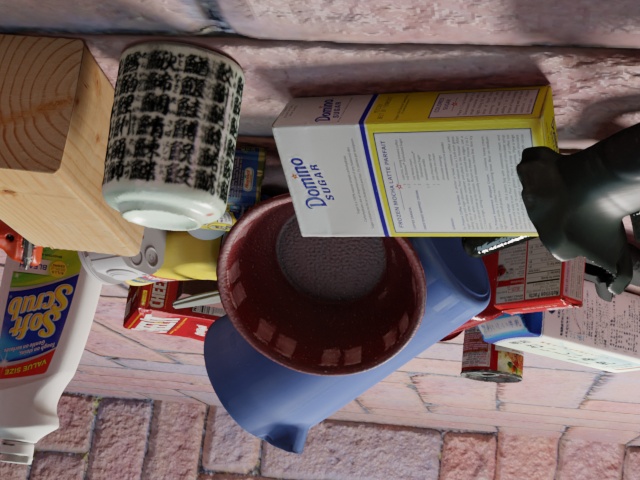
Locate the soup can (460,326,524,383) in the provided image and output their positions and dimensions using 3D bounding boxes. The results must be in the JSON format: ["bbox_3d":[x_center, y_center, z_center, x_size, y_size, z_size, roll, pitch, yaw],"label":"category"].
[{"bbox_3d":[0.191,0.101,1.175,0.068,0.102,0.068,6,165,1],"label":"soup can"}]

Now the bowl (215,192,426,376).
[{"bbox_3d":[0.004,0.024,0.825,0.162,0.162,0.055,4,-152,10],"label":"bowl"}]

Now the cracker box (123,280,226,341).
[{"bbox_3d":[-0.127,0.087,1.322,0.213,0.072,0.164,11,164,-14],"label":"cracker box"}]

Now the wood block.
[{"bbox_3d":[-0.187,-0.059,0.753,0.091,0.090,0.206,6,166,6],"label":"wood block"}]

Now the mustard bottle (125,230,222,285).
[{"bbox_3d":[-0.151,0.015,1.083,0.192,0.058,0.096,-3,175,36],"label":"mustard bottle"}]

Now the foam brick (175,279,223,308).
[{"bbox_3d":[-0.119,0.045,1.196,0.078,0.053,0.051,11,165,-13],"label":"foam brick"}]

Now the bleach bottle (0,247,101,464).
[{"bbox_3d":[-0.265,0.089,1.033,0.102,0.251,0.068,6,166,2],"label":"bleach bottle"}]

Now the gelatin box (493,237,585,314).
[{"bbox_3d":[0.179,0.013,0.868,0.030,0.089,0.073,17,162,-35],"label":"gelatin box"}]

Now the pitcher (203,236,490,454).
[{"bbox_3d":[0.020,0.061,0.940,0.243,0.145,0.149,-35,102,25],"label":"pitcher"}]

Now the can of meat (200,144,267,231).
[{"bbox_3d":[-0.088,-0.042,0.842,0.084,0.057,0.102,6,165,-4],"label":"can of meat"}]

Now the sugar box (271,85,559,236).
[{"bbox_3d":[0.064,-0.049,0.695,0.176,0.048,0.093,3,128,24],"label":"sugar box"}]

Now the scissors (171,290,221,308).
[{"bbox_3d":[-0.095,0.068,1.116,0.201,0.016,0.096,-21,149,-46],"label":"scissors"}]
